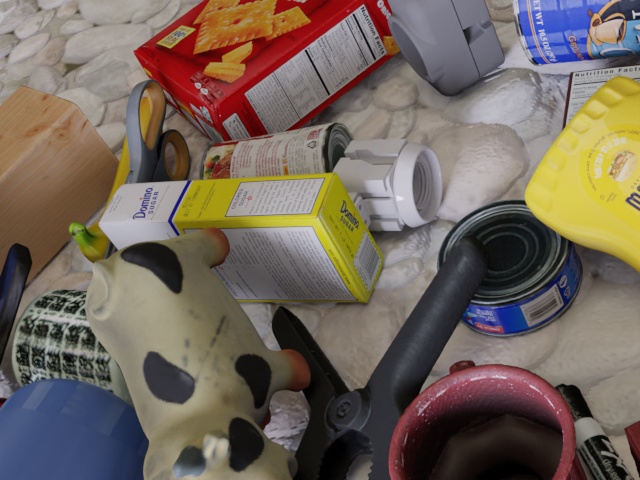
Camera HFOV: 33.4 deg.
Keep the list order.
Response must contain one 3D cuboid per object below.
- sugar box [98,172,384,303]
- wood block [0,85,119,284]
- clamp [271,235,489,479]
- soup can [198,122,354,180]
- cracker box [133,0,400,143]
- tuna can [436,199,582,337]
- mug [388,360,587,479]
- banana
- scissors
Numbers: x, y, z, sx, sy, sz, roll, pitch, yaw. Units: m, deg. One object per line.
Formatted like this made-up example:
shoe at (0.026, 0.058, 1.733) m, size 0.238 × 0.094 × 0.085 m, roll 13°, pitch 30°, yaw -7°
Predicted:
sugar box at (-0.055, 0.001, 0.730) m, size 0.176 × 0.093 × 0.048 m, roll 2°, pitch 51°, yaw 30°
wood block at (-0.271, -0.020, 0.873) m, size 0.090 × 0.090 × 0.206 m, roll 21°, pitch 64°, yaw 41°
clamp at (0.032, 0.097, 0.614) m, size 0.165 × 0.036 × 0.210 m, roll -29°, pitch 41°, yaw 31°
soup can at (-0.028, -0.046, 0.777) m, size 0.102 × 0.068 × 0.068 m, roll -8°, pitch 47°, yaw 23°
cracker box at (-0.029, -0.174, 0.887) m, size 0.213 × 0.072 × 0.164 m, roll -39°, pitch 39°, yaw -9°
tuna can at (0.116, 0.016, 0.662) m, size 0.086 × 0.033 × 0.086 m, roll -16°, pitch 45°, yaw 16°
mug at (0.089, 0.115, 0.550) m, size 0.093 × 0.081 × 0.117 m, roll -24°, pitch 43°, yaw 8°
banana at (-0.152, -0.038, 0.841) m, size 0.037 × 0.070 × 0.197 m, roll 8°, pitch 37°, yaw 1°
scissors at (-0.132, -0.032, 0.819) m, size 0.016 × 0.096 × 0.201 m, roll -10°, pitch 58°, yaw 19°
